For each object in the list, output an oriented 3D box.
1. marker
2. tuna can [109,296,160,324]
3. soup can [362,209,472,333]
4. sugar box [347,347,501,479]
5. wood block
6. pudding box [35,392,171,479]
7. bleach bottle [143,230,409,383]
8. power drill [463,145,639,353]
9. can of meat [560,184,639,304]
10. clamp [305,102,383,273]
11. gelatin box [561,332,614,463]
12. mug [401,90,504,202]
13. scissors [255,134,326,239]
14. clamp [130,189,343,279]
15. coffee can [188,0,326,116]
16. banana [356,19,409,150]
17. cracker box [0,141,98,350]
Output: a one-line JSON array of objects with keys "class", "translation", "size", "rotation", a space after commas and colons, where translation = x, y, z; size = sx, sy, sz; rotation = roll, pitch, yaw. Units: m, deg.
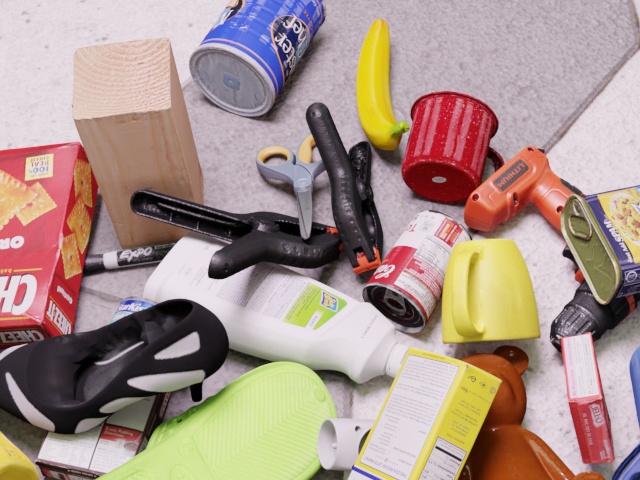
[{"class": "marker", "translation": [-0.186, 0.017, 1.079], "size": [0.121, 0.020, 0.020], "rotation": [-8, 56, -2]}, {"class": "tuna can", "translation": [-0.154, 0.090, 0.987], "size": [0.086, 0.086, 0.033], "rotation": [17, 61, 15]}, {"class": "soup can", "translation": [0.095, 0.029, 1.020], "size": [0.069, 0.068, 0.102], "rotation": [26, 61, 20]}, {"class": "sugar box", "translation": [0.072, 0.178, 0.859], "size": [0.048, 0.093, 0.176], "rotation": [28, 81, -23]}, {"class": "wood block", "translation": [-0.171, -0.088, 1.035], "size": [0.090, 0.206, 0.091], "rotation": [-7, 56, -1]}, {"class": "pudding box", "translation": [-0.195, 0.166, 0.967], "size": [0.090, 0.039, 0.113], "rotation": [9, 55, 11]}, {"class": "bleach bottle", "translation": [-0.034, 0.076, 0.999], "size": [0.251, 0.068, 0.102], "rotation": [22, 49, 16]}, {"class": "power drill", "translation": [0.233, 0.005, 1.035], "size": [0.188, 0.057, 0.184], "rotation": [40, 63, 23]}, {"class": "can of meat", "translation": [0.279, 0.000, 0.969], "size": [0.083, 0.057, 0.102], "rotation": [-12, 57, -13]}, {"class": "clamp", "translation": [0.026, -0.054, 1.059], "size": [0.039, 0.120, 0.171], "rotation": [-26, 54, 25]}, {"class": "gelatin box", "translation": [0.230, 0.135, 0.916], "size": [0.030, 0.073, 0.089], "rotation": [-11, 30, 14]}, {"class": "mug", "translation": [0.139, -0.087, 1.093], "size": [0.117, 0.093, 0.081], "rotation": [28, 60, -21]}, {"class": "scissors", "translation": [-0.034, -0.056, 1.079], "size": [0.096, 0.016, 0.201], "rotation": [-2, 33, 17]}, {"class": "clamp", "translation": [-0.057, 0.001, 0.999], "size": [0.209, 0.036, 0.165], "rotation": [7, 20, -32]}, {"class": "coffee can", "translation": [-0.068, -0.222, 1.182], "size": [0.103, 0.103, 0.140], "rotation": [19, 59, 16]}, {"class": "banana", "translation": [0.066, -0.158, 1.154], "size": [0.037, 0.070, 0.198], "rotation": [22, 39, -28]}, {"class": "cracker box", "translation": [-0.318, 0.009, 1.052], "size": [0.164, 0.072, 0.213], "rotation": [-5, 55, 11]}]
